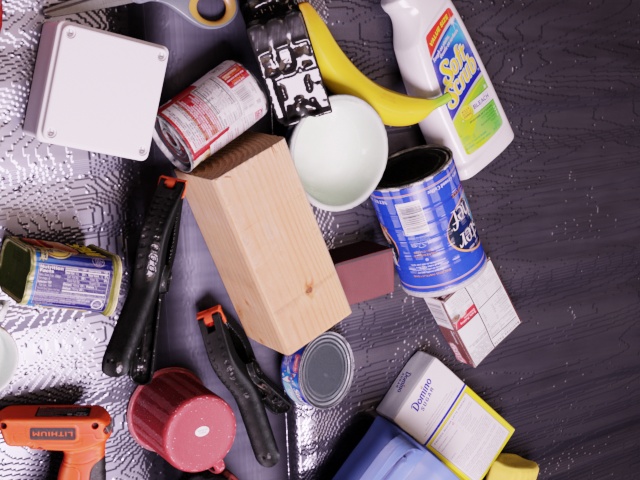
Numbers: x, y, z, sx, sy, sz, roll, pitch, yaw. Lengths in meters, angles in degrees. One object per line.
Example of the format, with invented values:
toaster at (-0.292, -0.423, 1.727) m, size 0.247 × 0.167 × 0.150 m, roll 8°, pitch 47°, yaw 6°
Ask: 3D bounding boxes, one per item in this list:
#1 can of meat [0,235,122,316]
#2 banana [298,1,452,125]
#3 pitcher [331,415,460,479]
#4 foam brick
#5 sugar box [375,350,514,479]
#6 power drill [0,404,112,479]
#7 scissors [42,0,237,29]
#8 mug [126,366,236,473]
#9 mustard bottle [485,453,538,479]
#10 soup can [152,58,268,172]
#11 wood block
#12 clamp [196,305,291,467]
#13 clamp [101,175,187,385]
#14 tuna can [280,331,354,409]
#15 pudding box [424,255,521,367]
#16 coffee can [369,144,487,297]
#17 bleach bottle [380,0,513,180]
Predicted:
can of meat at (-0.240, 0.031, 0.974) m, size 0.083 × 0.102 × 0.057 m, roll 8°, pitch 94°, yaw -32°
banana at (0.042, -0.175, 1.133) m, size 0.197 × 0.037 × 0.069 m, roll 30°, pitch 89°, yaw -17°
pitcher at (0.043, 0.326, 1.206) m, size 0.149 × 0.145 × 0.242 m, roll 44°, pitch 79°, yaw -21°
foam brick at (0.036, 0.036, 1.184) m, size 0.078 × 0.053 × 0.051 m, roll -15°, pitch 108°, yaw -29°
sugar box at (0.154, 0.220, 1.308) m, size 0.176 × 0.048 × 0.093 m, roll 43°, pitch 77°, yaw -29°
power drill at (-0.268, 0.253, 1.016) m, size 0.184 × 0.057 × 0.188 m, roll 0°, pitch 98°, yaw -11°
scissors at (-0.158, -0.222, 1.021) m, size 0.201 × 0.016 × 0.096 m, roll -35°, pitch 118°, yaw -22°
mug at (-0.134, 0.194, 1.091) m, size 0.093 × 0.082 × 0.117 m, roll -37°, pitch 118°, yaw -21°
mustard bottle at (0.225, 0.374, 1.374) m, size 0.096 × 0.058 × 0.191 m, roll 9°, pitch 98°, yaw -63°
soup can at (-0.109, -0.123, 1.044) m, size 0.102 × 0.069 × 0.068 m, roll -40°, pitch 119°, yaw -20°
wood block at (-0.057, 0.002, 1.093) m, size 0.090 × 0.090 × 0.206 m, roll -32°, pitch 116°, yaw -24°
clamp at (-0.079, 0.150, 1.109) m, size 0.039 × 0.120 × 0.171 m, roll -28°, pitch 115°, yaw 10°
clamp at (-0.164, 0.040, 1.016) m, size 0.036 × 0.164 × 0.210 m, roll 12°, pitch 87°, yaw 1°
tuna can at (-0.004, 0.142, 1.182) m, size 0.085 × 0.034 × 0.086 m, roll -2°, pitch 93°, yaw -45°
pudding box at (0.187, 0.084, 1.302) m, size 0.090 × 0.039 × 0.113 m, roll -41°, pitch 121°, yaw -20°
coffee can at (0.118, -0.022, 1.194) m, size 0.102 × 0.103 × 0.140 m, roll -33°, pitch 116°, yaw -23°
bleach bottle at (0.126, -0.196, 1.185) m, size 0.102 × 0.068 × 0.250 m, roll -40°, pitch 117°, yaw -22°
